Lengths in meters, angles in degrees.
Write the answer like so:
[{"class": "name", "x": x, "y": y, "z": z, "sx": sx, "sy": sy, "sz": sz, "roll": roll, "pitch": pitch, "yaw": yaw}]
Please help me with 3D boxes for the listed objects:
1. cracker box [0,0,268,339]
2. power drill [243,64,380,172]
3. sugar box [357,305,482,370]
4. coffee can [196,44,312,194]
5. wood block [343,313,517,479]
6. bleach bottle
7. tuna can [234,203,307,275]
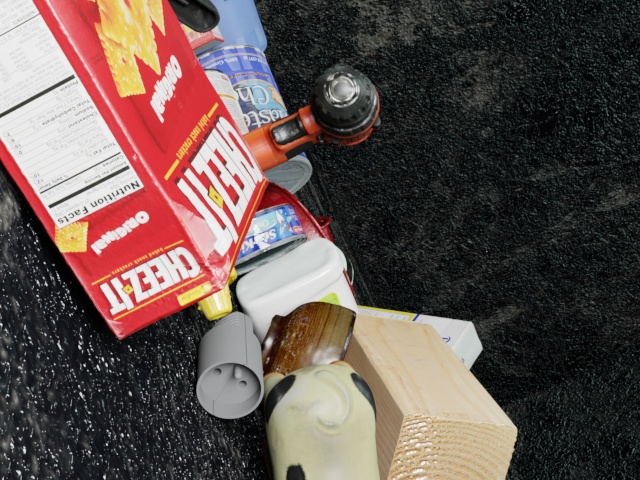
[{"class": "cracker box", "x": -0.112, "y": -0.082, "z": 0.558, "sx": 0.213, "sy": 0.072, "sz": 0.164, "roll": 60, "pitch": 16, "yaw": -17}, {"class": "power drill", "x": -0.042, "y": -0.077, "z": 0.834, "sx": 0.184, "sy": 0.187, "sz": 0.057, "roll": 22, "pitch": 46, "yaw": -85}, {"class": "sugar box", "x": 0.065, "y": 0.115, "z": 1.078, "sx": 0.177, "sy": 0.093, "sz": 0.048, "roll": 9, "pitch": -44, "yaw": 39}, {"class": "coffee can", "x": -0.080, "y": -0.115, "z": 1.100, "sx": 0.102, "sy": 0.103, "sz": 0.140, "roll": 53, "pitch": 14, "yaw": -70}, {"class": "wood block", "x": 0.070, "y": 0.139, "z": 0.853, "sx": 0.206, "sy": 0.090, "sz": 0.091, "roll": -125, "pitch": -134, "yaw": -70}, {"class": "bleach bottle", "x": 0.015, "y": 0.125, "z": 0.995, "sx": 0.250, "sy": 0.102, "sz": 0.068, "roll": 64, "pitch": -3, "yaw": -28}, {"class": "tuna can", "x": -0.056, "y": 0.001, "z": 0.912, "sx": 0.086, "sy": 0.086, "sz": 0.034, "roll": 29, "pitch": 36, "yaw": -82}]
